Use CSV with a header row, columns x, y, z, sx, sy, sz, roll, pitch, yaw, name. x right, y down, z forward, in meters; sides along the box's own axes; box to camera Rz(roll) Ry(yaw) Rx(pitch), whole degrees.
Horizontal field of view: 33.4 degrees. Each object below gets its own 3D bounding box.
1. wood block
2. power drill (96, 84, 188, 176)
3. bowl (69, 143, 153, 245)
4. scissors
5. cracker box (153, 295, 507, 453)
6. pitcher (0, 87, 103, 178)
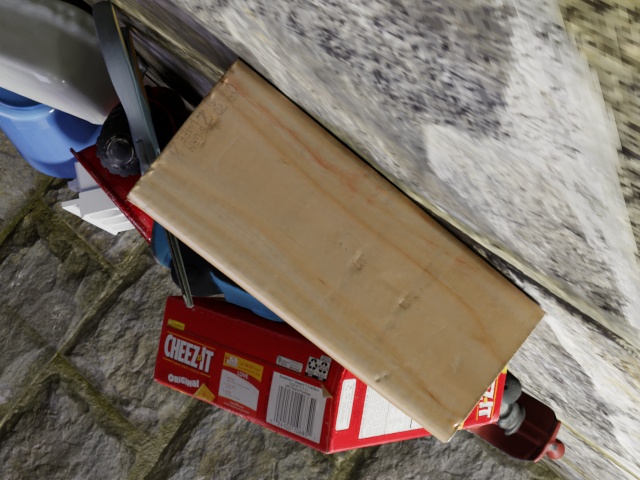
x,y,z,sx,sy,sz,roll,pitch,yaw,name
0.004,0.006,0.577,0.206,0.090,0.091,39,175,-10,wood block
-0.080,-0.042,0.804,0.187,0.057,0.184,40,-166,-10,power drill
-0.159,-0.039,0.989,0.162,0.055,0.162,48,173,8,bowl
-0.111,-0.064,0.656,0.096,0.016,0.202,76,177,-59,scissors
0.014,0.087,0.778,0.164,0.072,0.213,14,-173,38,cracker box
-0.261,-0.146,1.071,0.145,0.149,0.243,53,174,3,pitcher
